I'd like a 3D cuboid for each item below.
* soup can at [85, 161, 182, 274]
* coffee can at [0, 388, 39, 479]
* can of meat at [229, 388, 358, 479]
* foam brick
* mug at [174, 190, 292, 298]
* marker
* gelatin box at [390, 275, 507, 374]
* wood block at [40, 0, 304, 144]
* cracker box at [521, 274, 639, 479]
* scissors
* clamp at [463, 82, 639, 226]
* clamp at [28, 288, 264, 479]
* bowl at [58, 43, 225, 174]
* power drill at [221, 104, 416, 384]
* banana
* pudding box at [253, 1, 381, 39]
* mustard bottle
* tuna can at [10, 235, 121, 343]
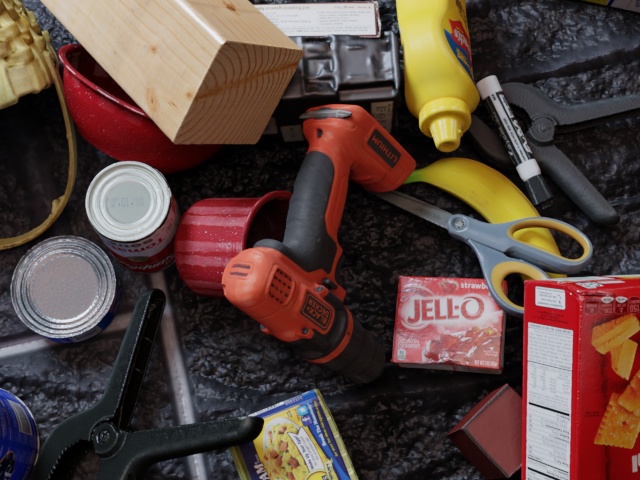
[{"bbox_3d":[-0.147,-0.017,0.862,0.068,0.102,0.068,0,75,-1],"label":"soup can"},{"bbox_3d":[-0.278,0.150,0.797,0.103,0.140,0.103,0,75,0],"label":"coffee can"},{"bbox_3d":[-0.022,0.176,0.834,0.084,0.057,0.102,-21,76,-7],"label":"can of meat"},{"bbox_3d":[0.138,0.151,0.830,0.053,0.078,0.051,-42,81,-10],"label":"foam brick"},{"bbox_3d":[-0.056,0.001,0.860,0.082,0.093,0.117,2,29,37],"label":"mug"},{"bbox_3d":[0.163,-0.080,0.887,0.020,0.020,0.121,-23,79,-6],"label":"marker"},{"bbox_3d":[0.105,0.068,0.867,0.089,0.030,0.073,3,76,14],"label":"gelatin box"},{"bbox_3d":[-0.122,-0.171,0.830,0.206,0.090,0.090,46,120,28],"label":"wood block"},{"bbox_3d":[0.233,0.133,0.779,0.164,0.072,0.214,-1,93,-25],"label":"cracker box"},{"bbox_3d":[0.115,0.007,0.863,0.202,0.016,0.096,10,65,19],"label":"scissors"},{"bbox_3d":[0.192,-0.080,0.912,0.171,0.039,0.120,9,71,9],"label":"clamp"},{"bbox_3d":[-0.149,0.158,0.825,0.165,0.036,0.210,38,86,35],"label":"clamp"},{"bbox_3d":[-0.147,-0.100,0.877,0.162,0.162,0.055,30,107,8],"label":"bowl"},{"bbox_3d":[0.015,0.003,0.835,0.057,0.184,0.187,2,64,38],"label":"power drill"},{"bbox_3d":[0.155,-0.004,0.895,0.070,0.037,0.198,-45,75,16],"label":"banana"},{"bbox_3d":[-0.008,-0.166,0.908,0.113,0.090,0.039,-4,74,-2],"label":"pudding box"},{"bbox_3d":[0.096,-0.156,0.881,0.058,0.096,0.191,-13,58,18],"label":"mustard bottle"},{"bbox_3d":[-0.209,0.041,0.881,0.086,0.034,0.086,0,75,0],"label":"tuna can"}]
